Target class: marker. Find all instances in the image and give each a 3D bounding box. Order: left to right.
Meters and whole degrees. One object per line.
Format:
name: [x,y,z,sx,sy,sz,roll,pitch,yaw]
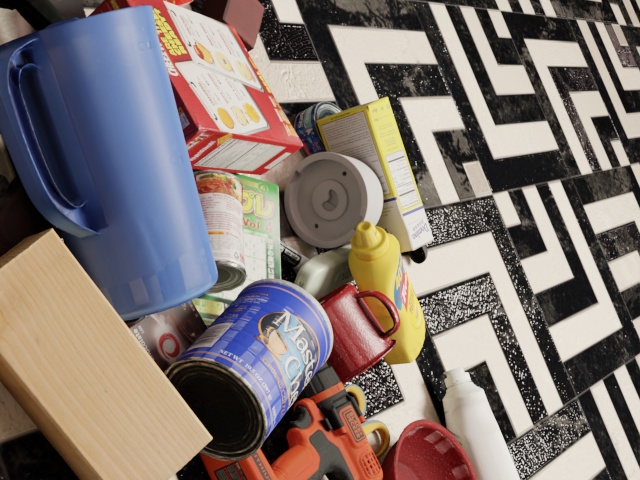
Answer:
marker: [-0.058,0.001,1.159,0.121,0.020,0.020,35,44,-36]

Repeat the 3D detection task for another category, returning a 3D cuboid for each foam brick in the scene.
foam brick: [-0.105,-0.250,1.228,0.051,0.053,0.078,40,42,-31]

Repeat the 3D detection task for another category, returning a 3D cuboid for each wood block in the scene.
wood block: [-0.191,0.103,0.832,0.090,0.090,0.206,-41,104,-24]

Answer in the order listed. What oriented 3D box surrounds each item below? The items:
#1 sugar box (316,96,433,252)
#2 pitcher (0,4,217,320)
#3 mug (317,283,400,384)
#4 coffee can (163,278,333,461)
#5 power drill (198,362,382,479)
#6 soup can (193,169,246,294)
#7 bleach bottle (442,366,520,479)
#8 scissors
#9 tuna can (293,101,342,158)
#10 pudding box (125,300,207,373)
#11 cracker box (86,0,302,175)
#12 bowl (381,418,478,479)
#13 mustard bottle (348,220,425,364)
sugar box: [0.064,-0.071,1.251,0.048,0.094,0.176,-26,100,-38]
pitcher: [-0.173,-0.059,0.867,0.149,0.145,0.243,-19,99,-17]
mug: [0.030,0.094,1.134,0.081,0.117,0.093,57,28,-2]
coffee can: [-0.063,0.111,0.940,0.103,0.103,0.140,57,35,-10]
power drill: [-0.031,0.184,1.029,0.187,0.057,0.184,-20,79,-51]
soup can: [-0.106,-0.007,1.032,0.068,0.069,0.102,24,50,-43]
bleach bottle: [0.197,0.271,1.258,0.068,0.103,0.251,-13,74,-10]
scissors: [0.008,0.205,1.119,0.201,0.016,0.096,-1,68,-53]
tuna can: [0.008,-0.127,1.314,0.086,0.034,0.086,31,46,-39]
pudding box: [-0.133,0.112,0.971,0.113,0.039,0.089,60,34,-7]
cracker box: [-0.126,-0.151,1.071,0.164,0.072,0.213,60,22,13]
bowl: [0.112,0.281,1.171,0.161,0.055,0.162,31,46,-39]
mustard bottle: [0.072,0.049,1.200,0.191,0.058,0.096,68,23,-44]
